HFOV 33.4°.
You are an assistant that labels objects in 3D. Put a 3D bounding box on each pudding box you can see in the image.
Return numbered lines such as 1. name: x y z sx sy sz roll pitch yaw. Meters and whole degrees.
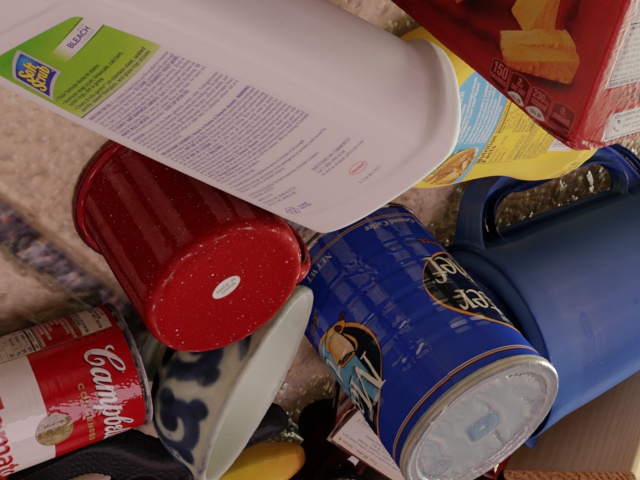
1. pudding box: 0.061 0.123 0.701 0.113 0.090 0.039 32 112 -9

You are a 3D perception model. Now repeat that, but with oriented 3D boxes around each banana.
1. banana: -0.084 0.204 0.727 0.198 0.070 0.037 -59 166 10

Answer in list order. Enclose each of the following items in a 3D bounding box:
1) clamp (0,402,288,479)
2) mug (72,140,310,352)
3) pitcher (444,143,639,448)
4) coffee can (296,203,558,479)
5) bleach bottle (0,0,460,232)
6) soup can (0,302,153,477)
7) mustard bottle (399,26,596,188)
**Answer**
1. clamp: -0.102 0.138 0.640 0.171 0.039 0.120 15 103 -29
2. mug: -0.053 0.001 0.526 0.117 0.082 0.093 9 123 -44
3. pitcher: 0.195 0.017 0.721 0.242 0.145 0.149 -22 152 -25
4. coffee can: 0.056 0.060 0.627 0.102 0.140 0.103 -22 140 -20
5. bleach bottle: -0.067 -0.081 0.413 0.250 0.068 0.103 23 139 -35
6. soup can: -0.146 0.079 0.545 0.102 0.069 0.068 -18 138 -23
7. mustard bottle: 0.078 -0.073 0.575 0.191 0.058 0.096 -7 137 -34
